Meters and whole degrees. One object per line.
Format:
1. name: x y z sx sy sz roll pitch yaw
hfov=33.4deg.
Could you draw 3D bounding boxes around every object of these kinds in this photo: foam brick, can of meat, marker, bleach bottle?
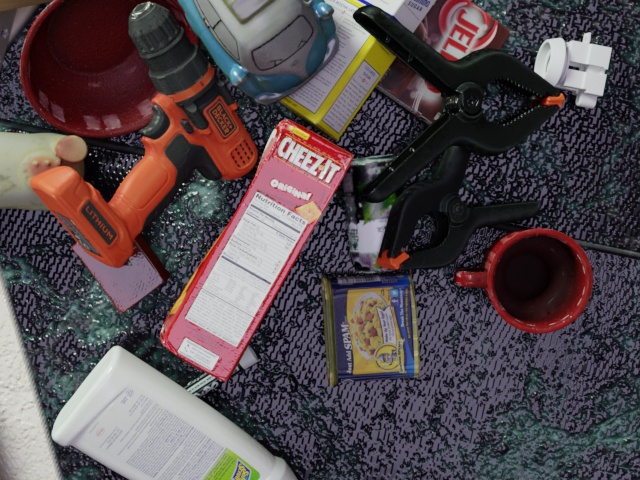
1. foam brick: -0.183 0.020 0.986 0.053 0.051 0.078 -35 94 1
2. can of meat: 0.046 0.081 0.990 0.084 0.057 0.102 -4 95 -2
3. marker: -0.114 0.139 1.011 0.121 0.020 0.020 -33 94 2
4. bleach bottle: -0.115 0.206 0.984 0.250 0.068 0.102 38 97 -14

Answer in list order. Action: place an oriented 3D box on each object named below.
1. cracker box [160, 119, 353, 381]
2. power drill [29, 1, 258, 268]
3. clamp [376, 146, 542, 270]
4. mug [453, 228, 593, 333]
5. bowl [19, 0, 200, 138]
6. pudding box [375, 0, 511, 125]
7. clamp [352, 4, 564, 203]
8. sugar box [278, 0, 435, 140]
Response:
1. cracker box: -0.056 0.001 0.929 0.072 0.164 0.214 29 94 -5
2. power drill: -0.154 -0.084 0.915 0.187 0.057 0.184 -46 126 -18
3. clamp: 0.125 -0.024 0.967 0.120 0.039 0.171 44 75 -10
4. mug: 0.180 0.033 0.974 0.117 0.081 0.093 -3 94 0
5. bowl: -0.191 -0.172 0.947 0.162 0.055 0.162 -18 136 -18
6. pudding box: 0.106 -0.171 0.979 0.090 0.039 0.113 34 95 -4
7. clamp: 0.117 -0.129 0.928 0.209 0.036 0.164 -12 100 -23
8. sugar box: 0.028 -0.187 0.955 0.093 0.048 0.176 39 92 36
